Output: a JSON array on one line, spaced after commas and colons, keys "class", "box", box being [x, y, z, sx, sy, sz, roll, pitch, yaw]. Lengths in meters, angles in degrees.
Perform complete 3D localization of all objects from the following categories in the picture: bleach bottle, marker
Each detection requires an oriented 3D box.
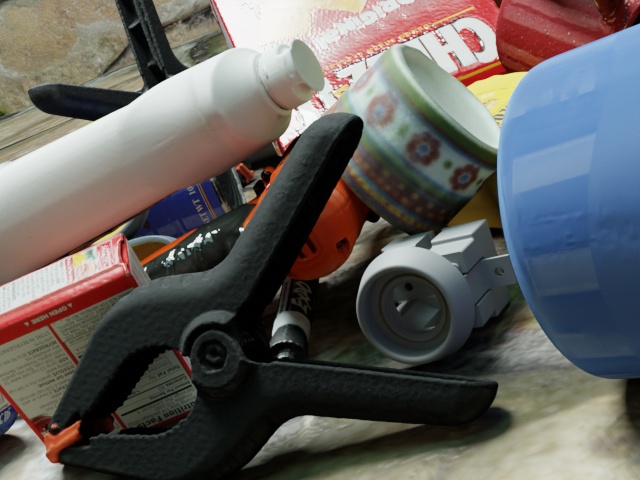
[{"class": "bleach bottle", "box": [-0.111, -0.035, 0.556, 0.251, 0.068, 0.102, -24, 8, 26]}, {"class": "marker", "box": [-0.012, 0.034, 0.509, 0.020, 0.020, 0.121, -20, 17, 9]}]

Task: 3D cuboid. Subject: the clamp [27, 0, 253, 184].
[{"class": "clamp", "box": [-0.119, -0.115, 0.799, 0.036, 0.209, 0.164, -10, 56, 33]}]

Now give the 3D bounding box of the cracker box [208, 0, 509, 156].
[{"class": "cracker box", "box": [0.025, -0.137, 0.716, 0.164, 0.072, 0.214, -24, 53, -1]}]

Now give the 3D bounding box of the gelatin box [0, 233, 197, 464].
[{"class": "gelatin box", "box": [-0.097, 0.048, 0.452, 0.073, 0.089, 0.030, -23, 40, 2]}]

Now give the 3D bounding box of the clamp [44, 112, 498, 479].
[{"class": "clamp", "box": [-0.031, 0.030, 0.397, 0.172, 0.120, 0.039, -20, -17, 14]}]

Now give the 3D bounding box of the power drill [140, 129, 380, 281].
[{"class": "power drill", "box": [-0.054, 0.001, 0.547, 0.188, 0.057, 0.184, -30, 10, 16]}]

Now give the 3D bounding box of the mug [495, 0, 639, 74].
[{"class": "mug", "box": [0.145, -0.118, 0.575, 0.082, 0.117, 0.093, 33, 93, 36]}]

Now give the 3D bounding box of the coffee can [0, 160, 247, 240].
[{"class": "coffee can", "box": [-0.130, -0.027, 0.708, 0.140, 0.103, 0.103, -21, 16, 5]}]
